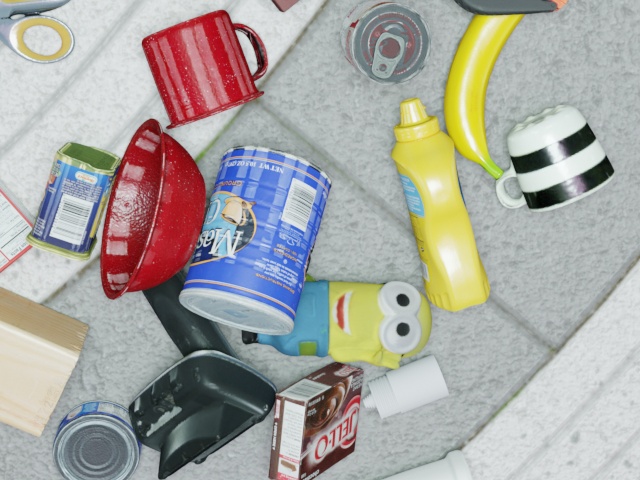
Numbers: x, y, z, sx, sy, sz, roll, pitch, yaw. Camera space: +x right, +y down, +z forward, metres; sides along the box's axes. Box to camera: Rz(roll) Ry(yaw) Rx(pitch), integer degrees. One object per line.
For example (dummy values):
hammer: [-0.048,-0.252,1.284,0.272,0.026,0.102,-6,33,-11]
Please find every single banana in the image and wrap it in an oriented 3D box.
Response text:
banana: [0.154,-0.158,0.975,0.069,0.037,0.198,13,94,6]

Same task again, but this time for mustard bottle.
mustard bottle: [0.105,-0.037,0.979,0.058,0.096,0.191,-17,106,-1]

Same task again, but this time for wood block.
wood block: [-0.328,0.087,0.975,0.206,0.091,0.090,26,100,-11]

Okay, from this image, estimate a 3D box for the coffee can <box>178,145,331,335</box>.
coffee can: [-0.056,0.001,0.942,0.102,0.103,0.140,18,73,-10]

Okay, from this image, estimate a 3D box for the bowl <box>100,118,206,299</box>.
bowl: [-0.143,-0.022,0.935,0.055,0.162,0.162,14,104,-25]

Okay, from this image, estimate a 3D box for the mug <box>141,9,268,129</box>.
mug: [-0.097,-0.156,0.940,0.117,0.093,0.081,-27,103,-30]

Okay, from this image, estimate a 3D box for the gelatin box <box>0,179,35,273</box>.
gelatin box: [-0.309,-0.015,0.981,0.073,0.030,0.089,-38,104,4]

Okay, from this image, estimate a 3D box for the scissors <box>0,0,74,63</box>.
scissors: [-0.306,-0.185,0.943,0.201,0.016,0.096,-18,106,0]

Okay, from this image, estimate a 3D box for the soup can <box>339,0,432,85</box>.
soup can: [0.054,-0.175,0.934,0.068,0.102,0.068,-1,105,-5]

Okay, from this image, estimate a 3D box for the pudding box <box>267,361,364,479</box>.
pudding box: [-0.003,0.174,1.020,0.039,0.113,0.090,14,106,31]

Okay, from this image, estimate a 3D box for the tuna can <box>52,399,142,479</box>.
tuna can: [-0.218,0.202,1.044,0.086,0.034,0.086,-1,105,-5]

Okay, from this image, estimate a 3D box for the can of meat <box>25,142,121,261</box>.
can of meat: [-0.217,-0.037,0.947,0.057,0.102,0.084,19,100,-10]
